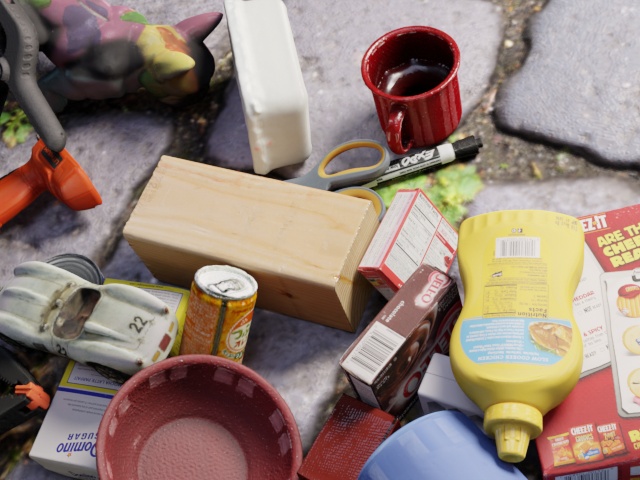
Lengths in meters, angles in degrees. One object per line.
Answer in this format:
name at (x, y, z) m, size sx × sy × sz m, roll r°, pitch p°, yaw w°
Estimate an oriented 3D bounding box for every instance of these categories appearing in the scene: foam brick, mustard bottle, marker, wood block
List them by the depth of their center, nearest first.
mustard bottle at (0.145, 0.070, 0.786) m, size 0.096 × 0.058 × 0.191 m, roll 0°, pitch 57°, yaw 14°
foam brick at (0.026, 0.172, 0.839) m, size 0.051 × 0.053 × 0.078 m, roll 21°, pitch 63°, yaw 25°
wood block at (-0.056, 0.002, 0.949) m, size 0.206 × 0.091 × 0.090 m, roll 14°, pitch 65°, yaw 22°
marker at (0.094, -0.075, 1.006) m, size 0.121 × 0.020 × 0.020 m, roll -18°, pitch 54°, yaw 3°

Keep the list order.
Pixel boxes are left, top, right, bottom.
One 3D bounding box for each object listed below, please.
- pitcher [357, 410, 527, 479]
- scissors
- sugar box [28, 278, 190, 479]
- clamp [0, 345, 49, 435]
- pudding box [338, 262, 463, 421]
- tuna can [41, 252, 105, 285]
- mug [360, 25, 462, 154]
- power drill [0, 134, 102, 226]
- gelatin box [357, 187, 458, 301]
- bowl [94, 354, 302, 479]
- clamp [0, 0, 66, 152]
pitcher at (0.120, 0.234, 0.720) m, size 0.145 × 0.149 × 0.243 m, roll -33°, pitch 52°, yaw -9°
scissors at (-0.022, -0.031, 1.007) m, size 0.202 × 0.016 × 0.096 m, roll -23°, pitch 72°, yaw 16°
sugar box at (-0.174, 0.122, 0.929) m, size 0.093 × 0.048 × 0.176 m, roll 6°, pitch 62°, yaw 23°
clamp at (-0.328, 0.128, 0.954) m, size 0.210 × 0.036 × 0.164 m, roll -10°, pitch 54°, yaw 24°
pudding box at (0.071, 0.086, 0.862) m, size 0.039 × 0.090 × 0.113 m, roll 33°, pitch 71°, yaw 33°
tuna can at (-0.238, 0.056, 0.997) m, size 0.086 × 0.033 × 0.086 m, roll -7°, pitch 56°, yaw 10°
mug at (0.087, -0.133, 1.008) m, size 0.093 × 0.081 × 0.117 m, roll 8°, pitch 59°, yaw 19°
power drill at (-0.309, -0.016, 1.032) m, size 0.187 × 0.057 × 0.185 m, roll -34°, pitch 42°, yaw -12°
gelatin box at (0.078, 0.010, 0.918) m, size 0.030 × 0.073 × 0.089 m, roll -2°, pitch 52°, yaw 46°
bowl at (-0.098, 0.175, 0.848) m, size 0.162 × 0.055 × 0.162 m, roll 6°, pitch 60°, yaw -11°
clamp at (-0.297, -0.158, 1.037) m, size 0.120 × 0.039 × 0.171 m, roll 5°, pitch 101°, yaw 21°
